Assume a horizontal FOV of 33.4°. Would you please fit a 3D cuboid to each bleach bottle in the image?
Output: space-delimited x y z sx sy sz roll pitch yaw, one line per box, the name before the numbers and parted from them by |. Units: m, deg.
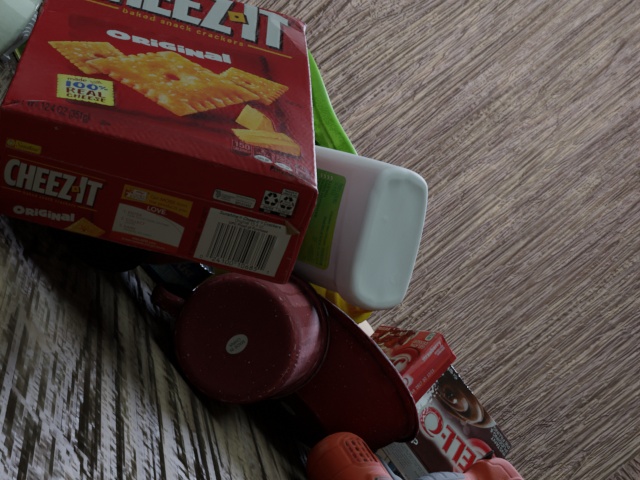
bleach bottle | -0.041 -0.026 0.796 0.251 0.102 0.067 15 2 42

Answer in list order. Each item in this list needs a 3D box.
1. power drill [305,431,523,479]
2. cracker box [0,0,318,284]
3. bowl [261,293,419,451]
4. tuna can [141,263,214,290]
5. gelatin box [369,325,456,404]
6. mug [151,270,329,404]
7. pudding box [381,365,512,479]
power drill | 0.095 0.209 0.725 0.187 0.057 0.184 14 31 -46
cracker box | -0.089 -0.080 0.618 0.164 0.072 0.213 14 33 -12
bowl | -0.005 0.106 0.786 0.162 0.055 0.162 39 -25 21
tuna can | -0.121 0.003 0.825 0.086 0.034 0.086 51 2 -3
gelatin box | 0.054 0.103 0.843 0.030 0.073 0.089 55 -24 -18
mug | -0.056 0.056 0.690 0.117 0.093 0.081 27 3 9
pudding box | 0.097 0.160 0.877 0.113 0.089 0.039 51 -43 -7
